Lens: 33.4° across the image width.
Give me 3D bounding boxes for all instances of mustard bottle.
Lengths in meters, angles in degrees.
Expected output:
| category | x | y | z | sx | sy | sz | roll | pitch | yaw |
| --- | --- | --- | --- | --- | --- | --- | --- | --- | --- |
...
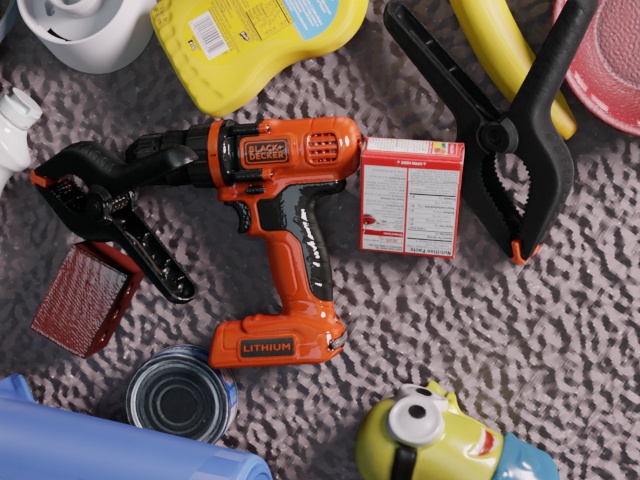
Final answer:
| category | x | y | z | sx | sy | sz | roll | pitch | yaw |
| --- | --- | --- | --- | --- | --- | --- | --- | --- | --- |
| mustard bottle | -0.024 | -0.177 | 0.789 | 0.192 | 0.058 | 0.096 | -29 | 81 | 9 |

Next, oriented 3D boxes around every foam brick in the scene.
| category | x | y | z | sx | sy | sz | roll | pitch | yaw |
| --- | --- | --- | --- | --- | --- | --- | --- | --- | --- |
| foam brick | -0.181 | 0.045 | 0.836 | 0.051 | 0.053 | 0.078 | 30 | 99 | 3 |

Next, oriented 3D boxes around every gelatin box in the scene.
| category | x | y | z | sx | sy | sz | roll | pitch | yaw |
| --- | --- | --- | --- | --- | --- | --- | --- | --- | --- |
| gelatin box | 0.066 | -0.031 | 0.789 | 0.073 | 0.030 | 0.089 | 5 | 127 | 7 |

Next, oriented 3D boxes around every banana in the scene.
| category | x | y | z | sx | sy | sz | roll | pitch | yaw |
| --- | --- | --- | --- | --- | --- | --- | --- | --- | --- |
| banana | 0.127 | -0.161 | 0.768 | 0.037 | 0.070 | 0.198 | -30 | 108 | -15 |

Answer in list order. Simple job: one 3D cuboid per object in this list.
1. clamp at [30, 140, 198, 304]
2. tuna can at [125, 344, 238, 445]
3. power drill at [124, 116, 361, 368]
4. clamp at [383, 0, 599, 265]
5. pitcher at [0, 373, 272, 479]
| category | x | y | z | sx | sy | sz | roll | pitch | yaw |
| --- | --- | --- | --- | --- | --- | --- | --- | --- | --- |
| clamp | -0.151 | -0.020 | 0.802 | 0.172 | 0.039 | 0.120 | 12 | 108 | 39 |
| tuna can | -0.110 | 0.127 | 0.844 | 0.086 | 0.033 | 0.086 | 1 | 96 | 7 |
| power drill | -0.055 | 0.001 | 0.812 | 0.184 | 0.057 | 0.188 | -3 | 96 | 14 |
| clamp | 0.138 | -0.084 | 0.757 | 0.165 | 0.036 | 0.210 | -5 | 110 | 43 |
| pitcher | -0.165 | 0.204 | 0.786 | 0.243 | 0.144 | 0.149 | 6 | 115 | 17 |
